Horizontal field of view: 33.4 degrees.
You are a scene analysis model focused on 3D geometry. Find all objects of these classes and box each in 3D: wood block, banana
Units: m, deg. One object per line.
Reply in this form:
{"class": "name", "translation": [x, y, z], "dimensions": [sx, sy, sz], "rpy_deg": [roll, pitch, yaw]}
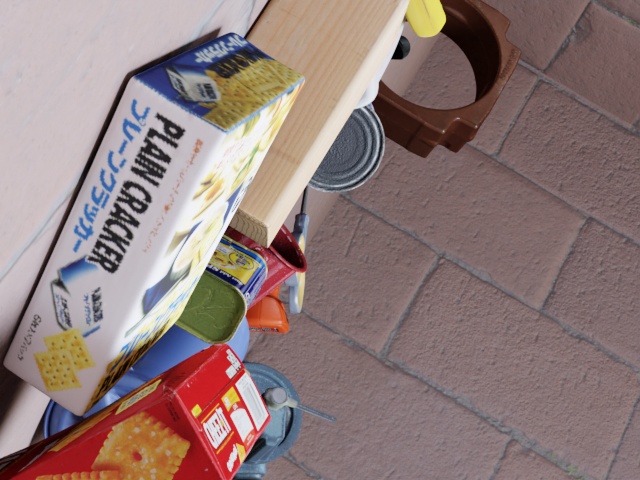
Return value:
{"class": "wood block", "translation": [-0.025, -0.111, 0.824], "dimensions": [0.206, 0.091, 0.090], "rpy_deg": [-58, 177, -11]}
{"class": "banana", "translation": [0.087, -0.250, 1.019], "dimensions": [0.037, 0.069, 0.197], "rpy_deg": [-19, 151, 10]}

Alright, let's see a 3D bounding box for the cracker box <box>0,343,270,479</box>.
{"class": "cracker box", "translation": [-0.148, 0.150, 0.673], "dimensions": [0.214, 0.072, 0.164], "rpy_deg": [-28, -179, 8]}

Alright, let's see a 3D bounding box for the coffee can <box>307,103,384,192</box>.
{"class": "coffee can", "translation": [0.012, -0.114, 1.131], "dimensions": [0.103, 0.102, 0.140], "rpy_deg": [-60, -172, 12]}

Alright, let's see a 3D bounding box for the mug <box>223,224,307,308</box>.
{"class": "mug", "translation": [-0.073, 0.021, 1.013], "dimensions": [0.081, 0.093, 0.117], "rpy_deg": [-38, -166, 13]}

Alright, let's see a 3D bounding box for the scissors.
{"class": "scissors", "translation": [-0.021, 0.002, 1.151], "dimensions": [0.201, 0.016, 0.096], "rpy_deg": [-79, 171, -61]}

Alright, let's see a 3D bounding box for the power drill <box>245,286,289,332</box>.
{"class": "power drill", "translation": [-0.057, 0.001, 1.143], "dimensions": [0.184, 0.057, 0.187], "rpy_deg": [81, 13, -79]}

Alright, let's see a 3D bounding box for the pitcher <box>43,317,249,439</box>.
{"class": "pitcher", "translation": [-0.143, 0.118, 0.971], "dimensions": [0.149, 0.145, 0.242], "rpy_deg": [-47, -174, 21]}

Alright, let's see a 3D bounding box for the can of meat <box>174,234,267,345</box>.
{"class": "can of meat", "translation": [-0.101, 0.030, 0.890], "dimensions": [0.057, 0.102, 0.084], "rpy_deg": [-61, 179, 23]}
